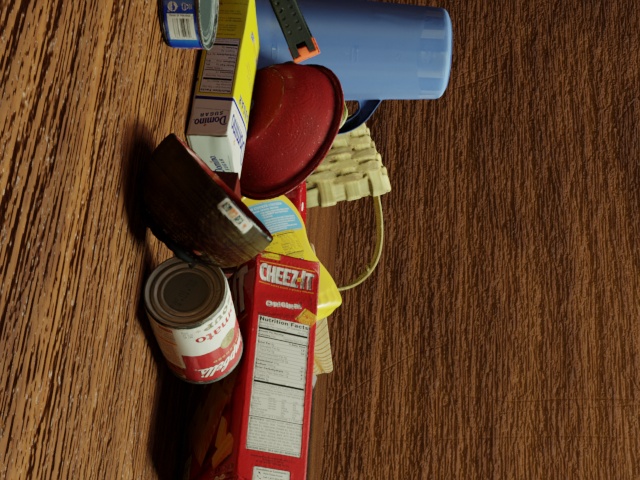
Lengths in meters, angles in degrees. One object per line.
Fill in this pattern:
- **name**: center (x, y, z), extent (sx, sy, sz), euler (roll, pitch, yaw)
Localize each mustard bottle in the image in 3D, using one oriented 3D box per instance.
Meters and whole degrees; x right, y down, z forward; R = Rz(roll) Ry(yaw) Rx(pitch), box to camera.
- **mustard bottle**: center (-0.058, 0.002, 1.145), extent (0.192, 0.096, 0.058), euler (64, -33, 16)

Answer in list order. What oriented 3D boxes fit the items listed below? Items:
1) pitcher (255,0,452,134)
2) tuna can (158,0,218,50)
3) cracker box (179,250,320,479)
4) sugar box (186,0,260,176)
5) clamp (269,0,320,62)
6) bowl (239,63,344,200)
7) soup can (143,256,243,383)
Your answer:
- **pitcher**: center (0.028, -0.215, 1.267), extent (0.149, 0.242, 0.145), euler (96, -4, -58)
- **tuna can**: center (-0.107, -0.199, 0.872), extent (0.086, 0.034, 0.086), euler (3, 89, -86)
- **cracker box**: center (-0.068, 0.136, 0.972), extent (0.164, 0.072, 0.213), euler (138, -39, -57)
- **sugar box**: center (-0.091, -0.148, 1.036), extent (0.093, 0.048, 0.176), euler (85, 8, -62)
- **clamp**: center (-0.053, -0.285, 1.107), extent (0.164, 0.036, 0.210), euler (-66, 133, -84)
- **bowl**: center (-0.054, -0.125, 1.101), extent (0.055, 0.162, 0.162), euler (33, 51, -41)
- **soup can**: center (-0.102, 0.064, 0.862), extent (0.102, 0.068, 0.068), euler (85, 9, -58)
